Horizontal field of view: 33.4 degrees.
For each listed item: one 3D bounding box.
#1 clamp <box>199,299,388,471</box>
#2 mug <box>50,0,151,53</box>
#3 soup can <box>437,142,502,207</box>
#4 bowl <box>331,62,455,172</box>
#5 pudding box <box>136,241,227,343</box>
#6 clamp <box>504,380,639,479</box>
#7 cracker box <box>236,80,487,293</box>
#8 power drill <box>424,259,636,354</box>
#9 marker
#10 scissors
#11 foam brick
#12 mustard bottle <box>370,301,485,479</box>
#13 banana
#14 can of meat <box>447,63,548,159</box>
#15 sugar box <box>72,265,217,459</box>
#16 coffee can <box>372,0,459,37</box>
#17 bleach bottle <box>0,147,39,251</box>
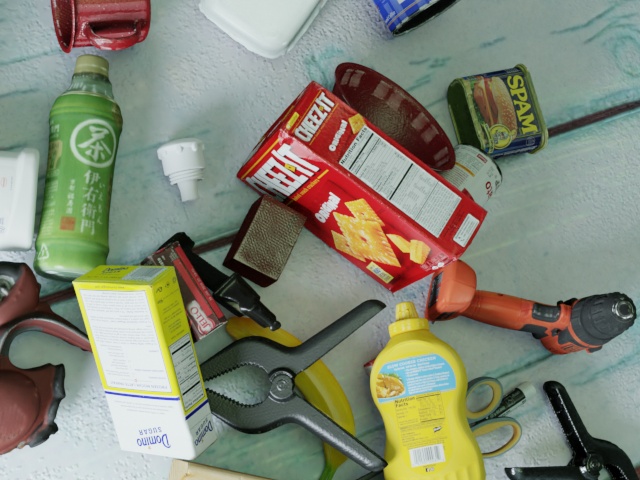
[{"bbox_3d":[-0.030,0.131,1.041,0.210,0.036,0.164,6,82,4],"label":"clamp"},{"bbox_3d":[-0.215,-0.228,1.060,0.081,0.093,0.117,-9,46,-25],"label":"mug"},{"bbox_3d":[0.141,-0.048,1.155,0.068,0.069,0.102,45,68,-5],"label":"soup can"},{"bbox_3d":[0.064,-0.114,1.126,0.162,0.055,0.162,31,29,-20],"label":"bowl"},{"bbox_3d":[-0.144,0.060,1.013,0.039,0.114,0.090,-31,89,-31],"label":"pudding box"},{"bbox_3d":[0.286,0.232,1.158,0.171,0.039,0.120,28,76,-17],"label":"clamp"},{"bbox_3d":[0.035,-0.045,1.068,0.213,0.164,0.072,36,68,-8],"label":"cracker box"},{"bbox_3d":[0.212,0.070,1.101,0.187,0.184,0.057,16,73,-5],"label":"power drill"},{"bbox_3d":[0.180,0.188,1.143,0.121,0.020,0.020,-29,88,-21],"label":"marker"},{"bbox_3d":[0.118,0.195,1.094,0.201,0.016,0.096,-5,95,-22],"label":"scissors"},{"bbox_3d":[-0.057,0.001,1.088,0.053,0.051,0.078,30,71,-11],"label":"foam brick"},{"bbox_3d":[0.100,0.154,1.060,0.096,0.058,0.191,-13,73,14],"label":"mustard bottle"},{"bbox_3d":[-0.018,0.149,1.077,0.069,0.037,0.198,-31,89,-22],"label":"banana"},{"bbox_3d":[0.197,-0.141,1.200,0.083,0.057,0.102,-13,82,-17],"label":"can of meat"},{"bbox_3d":[-0.159,0.111,0.976,0.048,0.093,0.176,-39,123,-51],"label":"sugar box"},{"bbox_3d":[0.088,-0.311,1.176,0.102,0.103,0.140,-30,89,-22],"label":"coffee can"},{"bbox_3d":[-0.391,-0.046,0.982,0.250,0.068,0.102,5,85,-15],"label":"bleach bottle"}]
